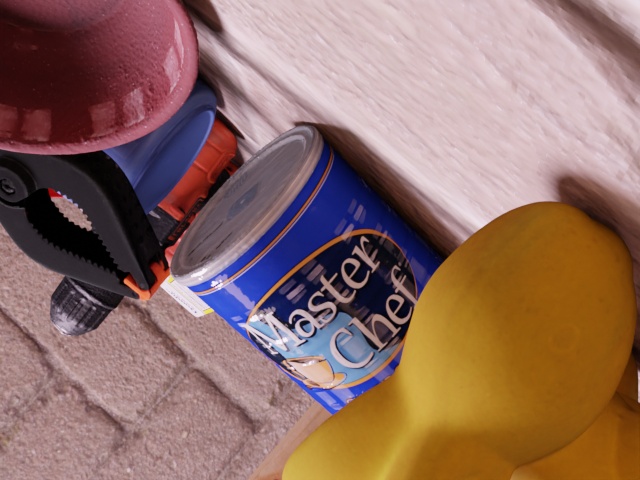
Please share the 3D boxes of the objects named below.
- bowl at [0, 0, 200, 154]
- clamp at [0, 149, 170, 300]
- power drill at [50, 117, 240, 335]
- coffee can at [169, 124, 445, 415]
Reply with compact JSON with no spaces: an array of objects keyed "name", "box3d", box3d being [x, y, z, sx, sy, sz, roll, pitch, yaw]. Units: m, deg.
[{"name":"bowl","box3d":[-0.136,-0.109,0.499,0.162,0.162,0.055,49,-147,-51]},{"name":"clamp","box3d":[-0.167,-0.048,0.599,0.210,0.036,0.165,36,132,-2]},{"name":"power drill","box3d":[-0.118,-0.009,0.809,0.057,0.184,0.187,40,-177,3]},{"name":"coffee can","box3d":[0.008,0.025,0.550,0.140,0.103,0.103,43,174,-18]}]
